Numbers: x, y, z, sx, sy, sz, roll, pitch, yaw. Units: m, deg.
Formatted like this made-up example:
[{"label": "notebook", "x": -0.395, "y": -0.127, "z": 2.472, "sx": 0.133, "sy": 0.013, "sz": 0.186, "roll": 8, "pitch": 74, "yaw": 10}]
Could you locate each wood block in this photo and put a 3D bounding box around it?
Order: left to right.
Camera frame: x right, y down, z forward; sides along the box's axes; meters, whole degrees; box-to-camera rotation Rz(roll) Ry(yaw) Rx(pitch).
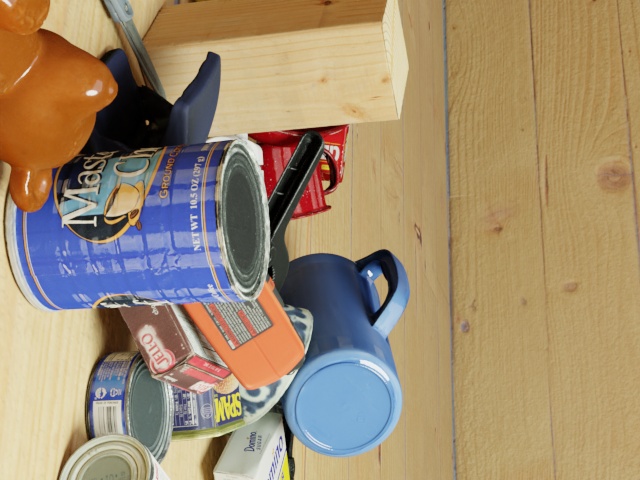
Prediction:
[{"label": "wood block", "x": -0.037, "y": -0.153, "z": 0.906, "sx": 0.090, "sy": 0.206, "sz": 0.090, "roll": -75, "pitch": 157, "yaw": -51}]

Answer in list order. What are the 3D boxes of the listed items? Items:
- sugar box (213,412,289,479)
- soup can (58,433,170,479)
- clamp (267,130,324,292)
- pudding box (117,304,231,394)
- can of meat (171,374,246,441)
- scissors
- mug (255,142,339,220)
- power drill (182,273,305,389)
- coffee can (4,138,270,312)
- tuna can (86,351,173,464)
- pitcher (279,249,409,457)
[{"label": "sugar box", "x": -0.058, "y": 0.259, "z": 1.008, "sx": 0.093, "sy": 0.048, "sz": 0.176, "roll": -63, "pitch": 155, "yaw": -57}, {"label": "soup can", "x": -0.128, "y": 0.184, "z": 0.726, "sx": 0.102, "sy": 0.068, "sz": 0.068, "roll": 69, "pitch": 21, "yaw": -49}, {"label": "clamp", "x": -0.057, "y": 0.001, "z": 1.007, "sx": 0.164, "sy": 0.036, "sz": 0.210, "roll": -35, "pitch": 142, "yaw": -35}, {"label": "pudding box", "x": -0.115, "y": 0.054, "z": 0.783, "sx": 0.113, "sy": 0.039, "sz": 0.090, "roll": 61, "pitch": 4, "yaw": 21}, {"label": "can of meat", "x": -0.102, "y": 0.118, "z": 0.881, "sx": 0.102, "sy": 0.057, "sz": 0.084, "roll": 15, "pitch": 69, "yaw": -77}, {"label": "scissors", "x": -0.156, "y": -0.198, "z": 0.821, "sx": 0.201, "sy": 0.016, "sz": 0.096, "roll": 59, "pitch": 28, "yaw": -60}, {"label": "mug", "x": -0.031, "y": -0.068, "z": 1.129, "sx": 0.093, "sy": 0.117, "sz": 0.081, "roll": 2, "pitch": -75, "yaw": 61}, {"label": "power drill", "x": -0.061, "y": 0.049, "z": 0.825, "sx": 0.184, "sy": 0.057, "sz": 0.188, "roll": 56, "pitch": -2, "yaw": -14}, {"label": "coffee can", "x": -0.113, "y": -0.008, "z": 0.684, "sx": 0.102, "sy": 0.140, "sz": 0.103, "roll": -4, "pitch": 90, "yaw": -77}, {"label": "tuna can", "x": -0.138, "y": 0.123, "z": 0.776, "sx": 0.086, "sy": 0.034, "sz": 0.086, "roll": -4, "pitch": 90, "yaw": -77}, {"label": "pitcher", "x": 0.018, "y": 0.104, "z": 1.057, "sx": 0.243, "sy": 0.145, "sz": 0.149, "roll": -108, "pitch": -161, "yaw": -71}]
